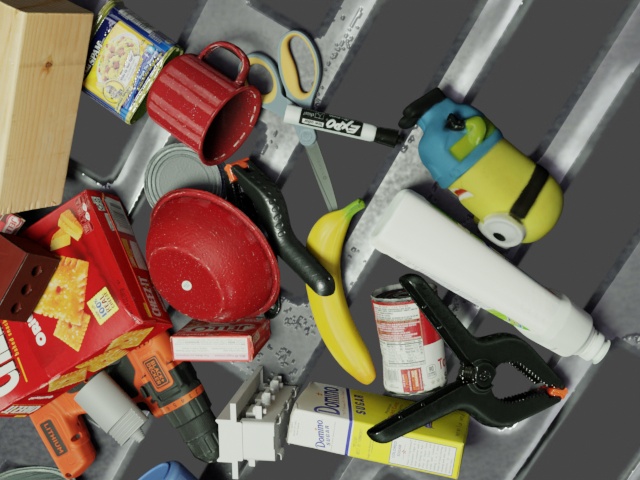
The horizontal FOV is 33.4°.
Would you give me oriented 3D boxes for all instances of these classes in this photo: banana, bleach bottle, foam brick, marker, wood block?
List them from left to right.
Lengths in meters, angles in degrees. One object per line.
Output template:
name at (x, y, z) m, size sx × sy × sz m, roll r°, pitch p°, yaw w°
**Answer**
foam brick at (-0.315, 0.038, 1.085) m, size 0.051 × 0.053 × 0.078 m, roll 31°, pitch 95°, yaw 25°
wood block at (-0.303, -0.140, 1.066) m, size 0.090 × 0.090 × 0.206 m, roll 28°, pitch 115°, yaw 29°
banana at (0.017, 0.054, 1.104) m, size 0.070 × 0.037 × 0.198 m, roll 5°, pitch 107°, yaw 35°
marker at (0.023, -0.114, 1.074) m, size 0.121 × 0.020 × 0.020 m, roll 13°, pitch 104°, yaw -2°
bleach bottle at (0.171, 0.042, 1.052) m, size 0.251 × 0.102 × 0.068 m, roll 33°, pitch 91°, yaw -2°

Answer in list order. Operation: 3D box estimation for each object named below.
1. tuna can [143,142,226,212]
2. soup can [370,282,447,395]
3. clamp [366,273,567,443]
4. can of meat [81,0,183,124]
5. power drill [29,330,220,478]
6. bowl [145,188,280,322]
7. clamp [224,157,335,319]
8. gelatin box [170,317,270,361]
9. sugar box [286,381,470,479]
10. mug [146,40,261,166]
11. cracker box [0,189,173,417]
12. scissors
tuna can at (-0.140, -0.062, 1.124) m, size 0.086 × 0.033 × 0.086 m, roll 2°, pitch 101°, yaw 12°
soup can at (0.091, 0.100, 1.087) m, size 0.068 × 0.068 × 0.102 m, roll -6°, pitch 100°, yaw 13°
clamp at (0.150, 0.122, 1.052) m, size 0.209 × 0.036 × 0.164 m, roll 7°, pitch 89°, yaw -21°
can of meat at (-0.202, -0.183, 1.102) m, size 0.084 × 0.057 × 0.102 m, roll 36°, pitch 107°, yaw 1°
power drill at (-0.214, 0.191, 1.180) m, size 0.188 × 0.057 × 0.184 m, roll -29°, pitch 90°, yaw 13°
bowl at (-0.123, 0.029, 1.089) m, size 0.162 × 0.055 × 0.162 m, roll 20°, pitch 134°, yaw 22°
clamp at (-0.057, 0.001, 1.107) m, size 0.120 × 0.039 × 0.171 m, roll -37°, pitch 77°, yaw 44°
gelatin box at (-0.105, 0.103, 1.128) m, size 0.089 × 0.073 × 0.030 m, roll -2°, pitch 101°, yaw 13°
sugar box at (0.062, 0.192, 1.099) m, size 0.176 × 0.093 × 0.048 m, roll 12°, pitch 103°, yaw 9°
mug at (-0.114, -0.145, 1.069) m, size 0.081 × 0.093 × 0.117 m, roll 35°, pitch 108°, yaw 18°
cracker box at (-0.284, 0.069, 1.136) m, size 0.214 × 0.072 × 0.164 m, roll -31°, pitch 71°, yaw 16°
scissors at (-0.033, -0.114, 1.099) m, size 0.096 × 0.016 × 0.202 m, roll -2°, pitch 100°, yaw 13°
